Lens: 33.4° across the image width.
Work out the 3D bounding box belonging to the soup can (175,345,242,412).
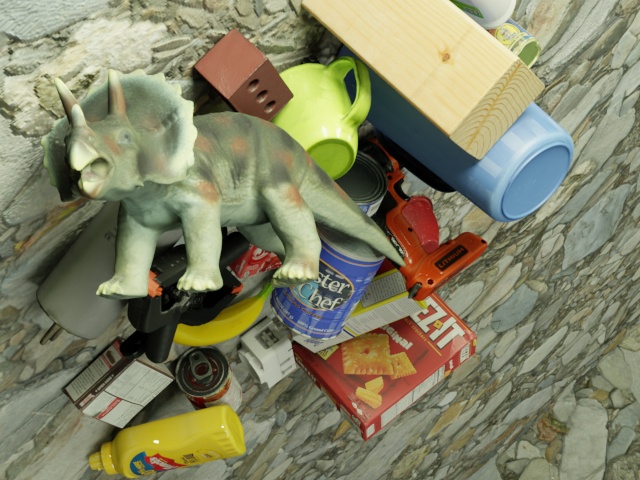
[{"bbox_3d":[-0.139,0.182,1.348,0.068,0.068,0.102,-38,154,-12],"label":"soup can"}]

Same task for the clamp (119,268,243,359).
[{"bbox_3d":[-0.153,0.070,1.168,0.171,0.039,0.120,5,112,-54],"label":"clamp"}]

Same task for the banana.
[{"bbox_3d":[-0.133,0.093,1.265,0.197,0.037,0.070,-12,116,-51],"label":"banana"}]

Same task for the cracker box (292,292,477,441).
[{"bbox_3d":[0.092,0.155,1.532,0.213,0.164,0.072,-36,155,-15],"label":"cracker box"}]

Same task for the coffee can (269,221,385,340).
[{"bbox_3d":[0.011,0.038,1.308,0.102,0.103,0.140,-14,141,-46],"label":"coffee can"}]

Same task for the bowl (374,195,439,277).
[{"bbox_3d":[0.112,0.016,1.478,0.162,0.055,0.162,-34,153,-20],"label":"bowl"}]

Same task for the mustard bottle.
[{"bbox_3d":[-0.196,0.256,1.329,0.191,0.058,0.096,-13,151,6],"label":"mustard bottle"}]

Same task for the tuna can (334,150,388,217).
[{"bbox_3d":[0.028,-0.060,1.166,0.085,0.086,0.034,-24,151,-36],"label":"tuna can"}]

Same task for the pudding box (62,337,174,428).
[{"bbox_3d":[-0.230,0.166,1.227,0.090,0.039,0.113,-44,156,-2],"label":"pudding box"}]

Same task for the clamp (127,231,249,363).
[{"bbox_3d":[-0.146,0.058,1.038,0.164,0.036,0.210,-56,170,6],"label":"clamp"}]

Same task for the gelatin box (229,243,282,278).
[{"bbox_3d":[-0.058,0.002,1.237,0.089,0.030,0.073,-16,142,-45],"label":"gelatin box"}]

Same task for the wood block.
[{"bbox_3d":[0.091,-0.180,0.977,0.091,0.206,0.090,-49,154,11],"label":"wood block"}]

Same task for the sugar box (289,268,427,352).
[{"bbox_3d":[0.050,0.094,1.443,0.176,0.048,0.093,-20,156,13],"label":"sugar box"}]

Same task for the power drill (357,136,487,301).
[{"bbox_3d":[0.104,-0.038,1.235,0.184,0.188,0.057,-37,167,-18],"label":"power drill"}]

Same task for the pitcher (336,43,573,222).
[{"bbox_3d":[0.133,-0.121,1.080,0.145,0.243,0.149,-50,147,10],"label":"pitcher"}]

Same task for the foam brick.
[{"bbox_3d":[-0.069,-0.146,0.975,0.053,0.051,0.078,-45,154,0],"label":"foam brick"}]
